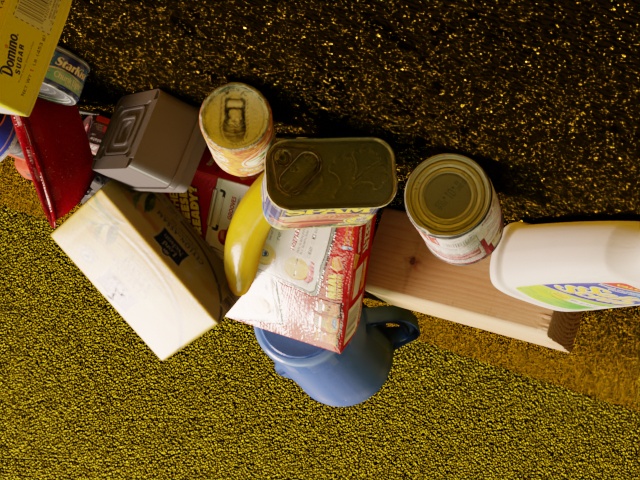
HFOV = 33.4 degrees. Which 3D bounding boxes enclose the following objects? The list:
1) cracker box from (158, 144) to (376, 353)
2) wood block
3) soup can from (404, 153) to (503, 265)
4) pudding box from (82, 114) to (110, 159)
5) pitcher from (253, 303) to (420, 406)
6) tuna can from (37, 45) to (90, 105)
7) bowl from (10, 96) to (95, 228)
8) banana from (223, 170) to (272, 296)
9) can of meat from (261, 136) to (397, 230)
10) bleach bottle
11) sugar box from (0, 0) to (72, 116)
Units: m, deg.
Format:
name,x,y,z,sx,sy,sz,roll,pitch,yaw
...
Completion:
name,x,y,z,sx,sy,sz,roll,pitch,yaw
cracker box,-0.057,0.001,1.063,0.214,0.164,0.072,17,-146,16
wood block,0.157,0.038,1.080,0.206,0.091,0.090,14,171,32
soup can,0.106,-0.023,0.837,0.068,0.068,0.102,16,172,17
pudding box,-0.219,-0.102,1.158,0.090,0.039,0.114,19,174,-19
pitcher,0.014,0.108,1.228,0.145,0.149,0.242,31,173,18
tuna can,-0.241,-0.146,0.902,0.086,0.034,0.086,18,173,2
bowl,-0.254,-0.096,1.011,0.055,0.162,0.162,-19,-176,-16
banana,-0.042,-0.024,0.973,0.069,0.198,0.037,48,-146,1
can of meat,0.003,-0.043,0.856,0.102,0.057,0.084,-2,169,-8
bleach bottle,0.235,0.017,0.849,0.102,0.068,0.251,19,171,-14
sugar box,-0.243,-0.138,0.724,0.177,0.093,0.048,11,170,42
